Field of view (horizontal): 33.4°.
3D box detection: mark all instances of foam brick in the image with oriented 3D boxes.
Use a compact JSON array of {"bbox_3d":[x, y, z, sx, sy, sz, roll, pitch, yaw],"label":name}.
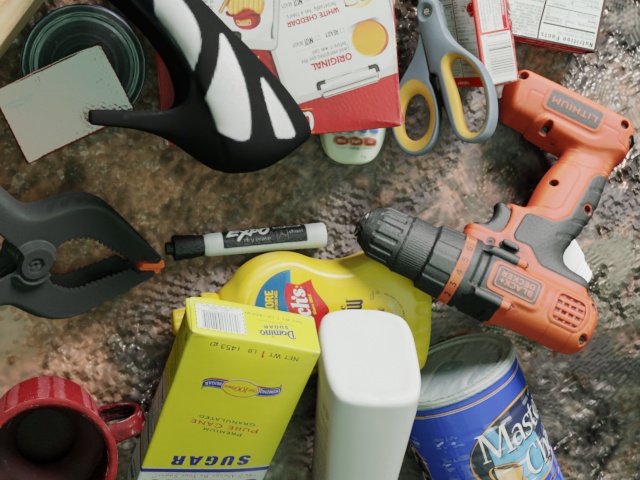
[{"bbox_3d":[-0.168,-0.090,0.697,0.078,0.051,0.053,-26,104,-10],"label":"foam brick"}]

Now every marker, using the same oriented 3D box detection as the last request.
[{"bbox_3d":[-0.055,0.001,0.795,0.121,0.020,0.020,-5,100,-14],"label":"marker"}]

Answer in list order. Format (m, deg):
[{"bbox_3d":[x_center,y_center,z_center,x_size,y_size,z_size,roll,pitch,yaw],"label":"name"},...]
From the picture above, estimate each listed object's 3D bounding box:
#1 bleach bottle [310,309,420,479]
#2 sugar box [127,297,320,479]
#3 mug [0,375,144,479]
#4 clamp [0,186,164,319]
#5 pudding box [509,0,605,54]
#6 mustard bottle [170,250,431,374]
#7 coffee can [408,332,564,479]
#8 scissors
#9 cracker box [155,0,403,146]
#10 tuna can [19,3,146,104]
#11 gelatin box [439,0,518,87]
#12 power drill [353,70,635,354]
[{"bbox_3d":[0.021,0.179,0.789,0.068,0.102,0.251,3,124,-7],"label":"bleach bottle"},{"bbox_3d":[-0.073,0.125,0.760,0.093,0.048,0.176,12,120,-16],"label":"sugar box"},{"bbox_3d":[-0.181,0.139,0.751,0.117,0.081,0.093,-20,103,-11],"label":"mug"},{"bbox_3d":[-0.197,0.000,0.704,0.209,0.036,0.165,-4,120,-38],"label":"clamp"},{"bbox_3d":[0.174,-0.205,0.815,0.090,0.039,0.113,8,98,-17],"label":"pudding box"},{"bbox_3d":[-0.015,0.056,0.795,0.191,0.058,0.096,-2,102,-14],"label":"mustard bottle"},{"bbox_3d":[0.123,0.157,0.825,0.102,0.103,0.140,-26,105,-10],"label":"coffee can"},{"bbox_3d":[0.070,-0.149,0.783,0.016,0.096,0.202,5,56,-47],"label":"scissors"},{"bbox_3d":[-0.033,-0.179,0.728,0.164,0.072,0.214,-4,101,4],"label":"cracker box"},{"bbox_3d":[-0.164,-0.120,0.739,0.086,0.034,0.086,-2,99,-15],"label":"tuna can"},{"bbox_3d":[0.113,-0.158,0.787,0.030,0.073,0.089,-13,101,-15],"label":"gelatin box"},{"bbox_3d":[0.138,-0.030,0.789,0.184,0.057,0.187,26,72,0],"label":"power drill"}]
